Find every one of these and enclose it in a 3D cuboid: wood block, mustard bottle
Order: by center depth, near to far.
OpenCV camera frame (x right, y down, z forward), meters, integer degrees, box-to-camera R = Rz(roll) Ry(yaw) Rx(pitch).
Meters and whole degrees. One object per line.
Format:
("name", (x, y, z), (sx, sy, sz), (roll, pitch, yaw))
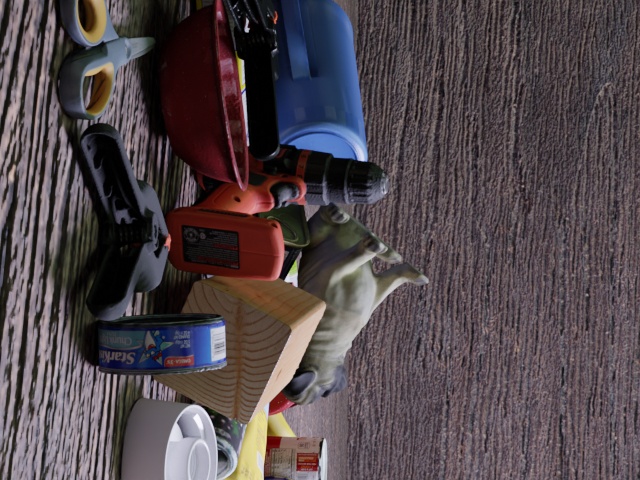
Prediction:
("wood block", (-0.064, 0.086, 0.949), (0.091, 0.090, 0.206), (-65, 174, 5))
("mustard bottle", (-0.081, 0.178, 1.107), (0.096, 0.058, 0.191), (75, 16, -51))

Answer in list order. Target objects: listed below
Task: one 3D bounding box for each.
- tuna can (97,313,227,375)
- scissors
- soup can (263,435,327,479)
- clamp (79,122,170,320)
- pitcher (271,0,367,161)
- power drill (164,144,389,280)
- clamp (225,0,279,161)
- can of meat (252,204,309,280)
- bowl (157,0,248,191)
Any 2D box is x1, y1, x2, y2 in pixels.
("tuna can", (-0.106, 0.068, 0.714), (0.086, 0.086, 0.034), (-6, 94, -84))
("scissors", (-0.140, -0.144, 0.714), (0.201, 0.016, 0.096), (-80, 169, -61))
("soup can", (-0.046, 0.262, 1.244), (0.068, 0.102, 0.068), (0, 90, -84))
("clamp", (-0.129, 0.004, 0.714), (0.171, 0.039, 0.120), (69, 23, -75))
("pitcher", (-0.018, -0.165, 1.165), (0.145, 0.149, 0.243), (-44, -146, 29))
("power drill", (-0.044, -0.031, 0.944), (0.187, 0.184, 0.057), (-58, 149, -61))
("clamp", (-0.058, -0.182, 0.919), (0.210, 0.036, 0.164), (-91, 172, -62))
("can of meat", (-0.057, 0.001, 1.150), (0.084, 0.057, 0.102), (-60, -156, 31))
("bowl", (-0.098, -0.118, 0.878), (0.162, 0.055, 0.162), (-6, 89, -89))
